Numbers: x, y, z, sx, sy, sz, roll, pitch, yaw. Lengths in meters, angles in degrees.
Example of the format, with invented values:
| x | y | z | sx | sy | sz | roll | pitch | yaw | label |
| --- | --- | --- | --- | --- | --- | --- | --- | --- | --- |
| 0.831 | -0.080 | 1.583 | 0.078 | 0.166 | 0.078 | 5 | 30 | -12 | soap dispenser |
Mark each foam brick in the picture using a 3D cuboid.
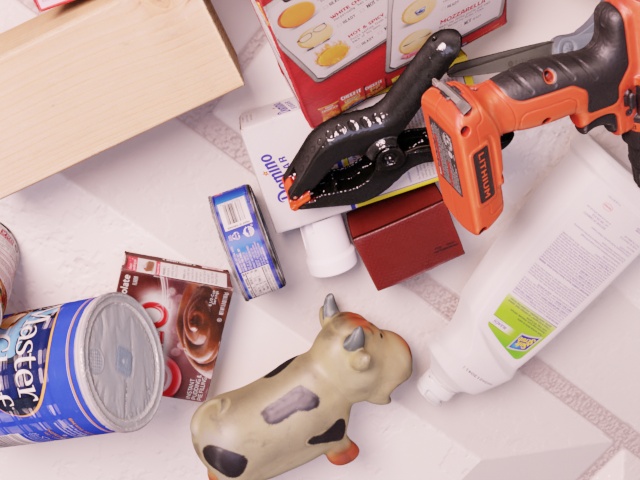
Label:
| x | y | z | sx | sy | sz | roll | pitch | yaw | label |
| --- | --- | --- | --- | --- | --- | --- | --- | --- | --- |
| 0.066 | -0.005 | 0.845 | 0.078 | 0.051 | 0.053 | -23 | 116 | 3 | foam brick |

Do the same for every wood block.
| x | y | z | sx | sy | sz | roll | pitch | yaw | label |
| --- | --- | --- | --- | --- | --- | --- | --- | --- | --- |
| -0.167 | -0.114 | 0.744 | 0.206 | 0.090 | 0.091 | -25 | 115 | 3 | wood block |

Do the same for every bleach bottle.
| x | y | z | sx | sy | sz | roll | pitch | yaw | label |
| --- | --- | --- | --- | --- | --- | --- | --- | --- | --- |
| 0.165 | 0.037 | 0.872 | 0.102 | 0.068 | 0.251 | 35 | 107 | -20 | bleach bottle |

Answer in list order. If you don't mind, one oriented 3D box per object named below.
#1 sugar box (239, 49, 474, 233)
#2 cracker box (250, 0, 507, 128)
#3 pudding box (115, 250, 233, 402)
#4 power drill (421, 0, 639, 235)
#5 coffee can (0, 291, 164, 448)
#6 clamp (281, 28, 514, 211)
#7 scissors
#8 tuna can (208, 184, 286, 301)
| x | y | z | sx | sy | sz | roll | pitch | yaw | label |
| --- | --- | --- | --- | --- | --- | --- | --- | --- | --- |
| 0.034 | -0.077 | 0.813 | 0.176 | 0.048 | 0.093 | -16 | 116 | 4 | sugar box |
| 0.034 | -0.176 | 0.680 | 0.164 | 0.213 | 0.072 | -28 | 70 | 0 | cracker box |
| -0.126 | 0.071 | 0.860 | 0.090 | 0.039 | 0.113 | 10 | 112 | -12 | pudding box |
| 0.171 | -0.077 | 0.734 | 0.187 | 0.057 | 0.184 | -26 | 126 | -9 | power drill |
| -0.203 | 0.100 | 0.802 | 0.140 | 0.102 | 0.103 | -12 | 117 | 24 | coffee can |
| 0.046 | -0.078 | 0.753 | 0.171 | 0.039 | 0.120 | -24 | 132 | 4 | clamp |
| 0.189 | -0.161 | 0.790 | 0.201 | 0.016 | 0.096 | 1 | 106 | -22 | scissors |
| -0.055 | 0.001 | 0.813 | 0.034 | 0.086 | 0.086 | -20 | 115 | -1 | tuna can |
